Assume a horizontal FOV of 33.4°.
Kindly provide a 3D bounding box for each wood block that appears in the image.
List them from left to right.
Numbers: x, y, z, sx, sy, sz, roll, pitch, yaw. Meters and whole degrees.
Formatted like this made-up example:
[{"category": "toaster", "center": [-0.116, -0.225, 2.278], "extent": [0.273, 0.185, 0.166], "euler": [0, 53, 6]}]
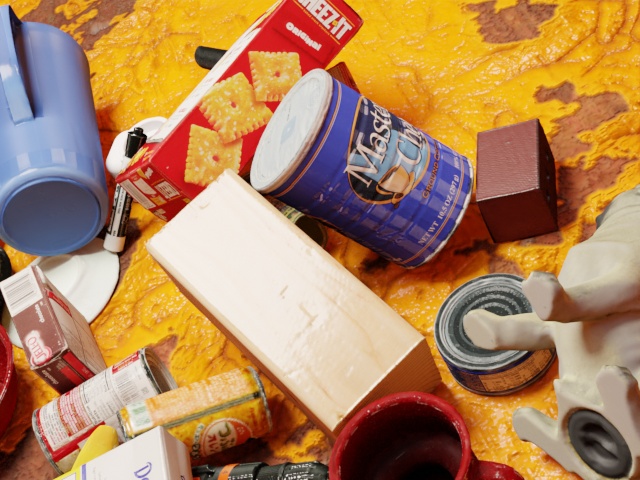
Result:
[{"category": "wood block", "center": [-0.021, 0.053, 0.778], "extent": [0.090, 0.090, 0.206], "euler": [-44, 61, -10]}]

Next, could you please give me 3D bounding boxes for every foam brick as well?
[{"category": "foam brick", "center": [0.153, -0.047, 0.833], "extent": [0.051, 0.053, 0.078], "euler": [-11, 48, 22]}]

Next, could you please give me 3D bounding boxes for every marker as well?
[{"category": "marker", "center": [-0.182, -0.048, 0.997], "extent": [0.020, 0.020, 0.121], "euler": [34, 116, 44]}]

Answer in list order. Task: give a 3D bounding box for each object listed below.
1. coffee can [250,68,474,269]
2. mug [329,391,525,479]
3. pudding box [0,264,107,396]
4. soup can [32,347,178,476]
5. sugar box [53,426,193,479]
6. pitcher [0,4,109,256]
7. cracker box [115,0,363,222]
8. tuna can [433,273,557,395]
[{"category": "coffee can", "center": [0.032, -0.053, 0.821], "extent": [0.103, 0.140, 0.103], "euler": [-48, 25, 31]}, {"category": "mug", "center": [0.074, 0.156, 0.677], "extent": [0.117, 0.081, 0.093], "euler": [-7, 49, 25]}, {"category": "pudding box", "center": [-0.219, 0.085, 0.899], "extent": [0.039, 0.090, 0.114], "euler": [-32, 47, -2]}, {"category": "soup can", "center": [-0.165, 0.137, 0.842], "extent": [0.102, 0.068, 0.068], "euler": [-31, 43, 2]}, {"category": "sugar box", "center": [-0.166, 0.206, 0.723], "extent": [0.176, 0.048, 0.093], "euler": [-25, 47, 10]}, {"category": "pitcher", "center": [-0.281, -0.108, 1.048], "extent": [0.145, 0.149, 0.243], "euler": [-48, 41, 23]}, {"category": "cracker box", "center": [-0.073, -0.116, 0.924], "extent": [0.213, 0.072, 0.164], "euler": [-51, 13, -15]}, {"category": "tuna can", "center": [0.125, 0.066, 0.762], "extent": [0.086, 0.033, 0.086], "euler": [-16, 46, 17]}]
